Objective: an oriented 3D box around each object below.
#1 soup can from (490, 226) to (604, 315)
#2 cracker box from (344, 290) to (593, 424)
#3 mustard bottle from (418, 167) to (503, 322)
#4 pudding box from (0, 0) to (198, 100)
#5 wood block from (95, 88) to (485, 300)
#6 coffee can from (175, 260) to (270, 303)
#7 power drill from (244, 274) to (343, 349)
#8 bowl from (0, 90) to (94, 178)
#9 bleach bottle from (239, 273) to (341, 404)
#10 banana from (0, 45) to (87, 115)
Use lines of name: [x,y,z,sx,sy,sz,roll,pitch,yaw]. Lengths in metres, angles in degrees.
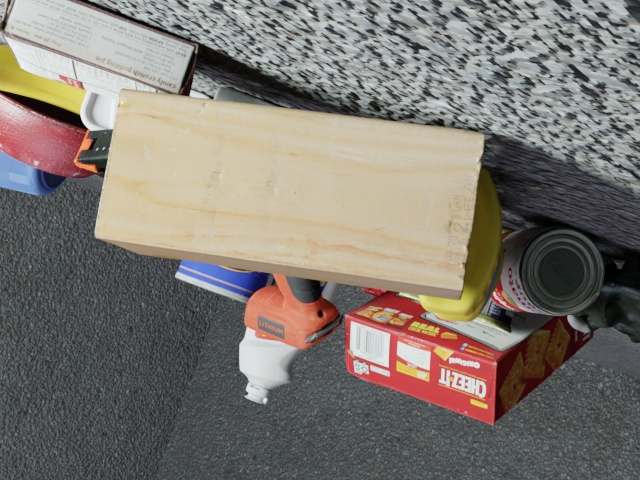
soup can: [0.172,0.024,0.836,0.068,0.068,0.102,20,176,-7]
cracker box: [0.150,0.086,1.040,0.164,0.072,0.213,15,-154,35]
mustard bottle: [0.101,0.009,0.760,0.058,0.096,0.191,5,174,11]
pudding box: [-0.133,-0.114,0.654,0.113,0.039,0.090,17,174,-8]
wood block: [-0.013,-0.025,0.627,0.206,0.090,0.091,8,175,8]
coffee can: [-0.095,-0.006,1.226,0.103,0.140,0.103,20,176,1]
power drill: [-0.057,0.001,1.002,0.185,0.057,0.187,18,132,47]
bowl: [-0.233,-0.098,0.926,0.162,0.055,0.162,23,-167,-6]
bleach bottle: [-0.030,0.083,1.327,0.102,0.251,0.068,19,177,5]
banana: [-0.204,-0.115,0.855,0.197,0.069,0.037,16,135,-23]
